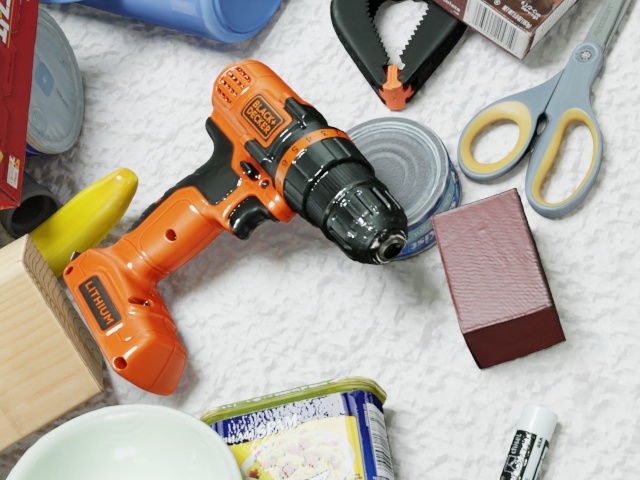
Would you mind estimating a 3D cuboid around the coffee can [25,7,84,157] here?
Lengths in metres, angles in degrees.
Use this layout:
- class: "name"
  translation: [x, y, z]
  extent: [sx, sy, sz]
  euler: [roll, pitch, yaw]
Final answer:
- class: "coffee can"
  translation: [-0.254, -0.102, 0.753]
  extent: [0.140, 0.102, 0.103]
  euler: [-8, 61, 17]

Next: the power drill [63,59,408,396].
- class: "power drill"
  translation: [-0.054, 0.001, 0.628]
  extent: [0.188, 0.057, 0.185]
  euler: [-45, 48, 5]

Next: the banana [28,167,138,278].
- class: "banana"
  translation: [-0.198, 0.018, 0.693]
  extent: [0.197, 0.069, 0.037]
  euler: [-33, 86, -6]

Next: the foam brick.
- class: "foam brick"
  translation: [0.098, 0.021, 0.588]
  extent: [0.051, 0.053, 0.078]
  euler: [-17, 60, 11]

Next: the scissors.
- class: "scissors"
  translation: [0.144, -0.106, 0.660]
  extent: [0.096, 0.016, 0.201]
  euler: [6, 66, 23]

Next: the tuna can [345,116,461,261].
- class: "tuna can"
  translation: [0.040, -0.032, 0.649]
  extent: [0.086, 0.033, 0.086]
  euler: [-9, 61, 16]

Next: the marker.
- class: "marker"
  translation: [0.094, 0.142, 0.546]
  extent: [0.020, 0.020, 0.121]
  euler: [14, 70, 26]

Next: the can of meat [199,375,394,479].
- class: "can of meat"
  translation: [-0.009, 0.128, 0.571]
  extent: [0.102, 0.057, 0.084]
  euler: [-15, 62, 13]

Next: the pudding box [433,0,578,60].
- class: "pudding box"
  translation: [0.112, -0.180, 0.672]
  extent: [0.113, 0.039, 0.090]
  euler: [40, 73, 11]

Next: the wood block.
- class: "wood block"
  translation: [-0.239, 0.093, 0.620]
  extent: [0.206, 0.091, 0.090]
  euler: [-30, 16, -5]

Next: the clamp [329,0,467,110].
- class: "clamp"
  translation: [0.066, -0.186, 0.718]
  extent: [0.164, 0.036, 0.210]
  euler: [-6, 65, 10]
